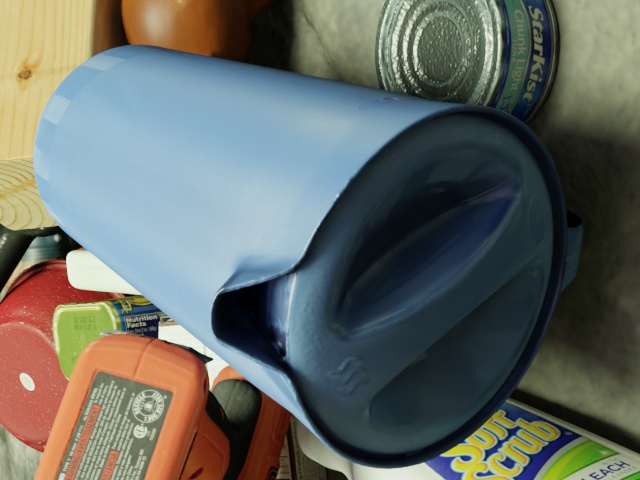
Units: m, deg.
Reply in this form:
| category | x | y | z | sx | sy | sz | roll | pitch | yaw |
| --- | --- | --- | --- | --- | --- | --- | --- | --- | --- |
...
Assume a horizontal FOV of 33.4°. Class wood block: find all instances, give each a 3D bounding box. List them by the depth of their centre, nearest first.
| category | x | y | z | sx | sy | sz | roll | pitch | yaw |
| --- | --- | --- | --- | --- | --- | --- | --- | --- | --- |
| wood block | -0.155 | -0.121 | 0.633 | 0.091 | 0.090 | 0.206 | -5 | 68 | 12 |

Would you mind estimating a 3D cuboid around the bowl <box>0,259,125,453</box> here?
| category | x | y | z | sx | sy | sz | roll | pitch | yaw |
| --- | --- | --- | --- | --- | --- | --- | --- | --- | --- |
| bowl | -0.202 | 0.098 | 0.795 | 0.162 | 0.055 | 0.162 | 7 | 104 | 28 |

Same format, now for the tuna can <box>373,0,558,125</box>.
| category | x | y | z | sx | sy | sz | roll | pitch | yaw |
| --- | --- | --- | --- | --- | --- | --- | --- | --- | --- |
| tuna can | 0.062 | -0.085 | 0.478 | 0.086 | 0.033 | 0.086 | 11 | 104 | 52 |

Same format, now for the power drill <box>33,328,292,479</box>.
| category | x | y | z | sx | sy | sz | roll | pitch | yaw |
| --- | --- | --- | --- | --- | --- | --- | --- | --- | --- |
| power drill | -0.071 | 0.130 | 0.488 | 0.057 | 0.187 | 0.184 | 11 | 72 | 14 |

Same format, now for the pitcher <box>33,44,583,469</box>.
| category | x | y | z | sx | sy | sz | roll | pitch | yaw |
| --- | --- | --- | --- | --- | --- | --- | --- | --- | --- |
| pitcher | -0.018 | -0.014 | 0.463 | 0.145 | 0.149 | 0.243 | -52 | 41 | -11 |

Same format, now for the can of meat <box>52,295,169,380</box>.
| category | x | y | z | sx | sy | sz | roll | pitch | yaw |
| --- | --- | --- | --- | --- | --- | --- | --- | --- | --- |
| can of meat | -0.118 | 0.062 | 0.702 | 0.102 | 0.083 | 0.057 | -8 | 88 | 54 |
